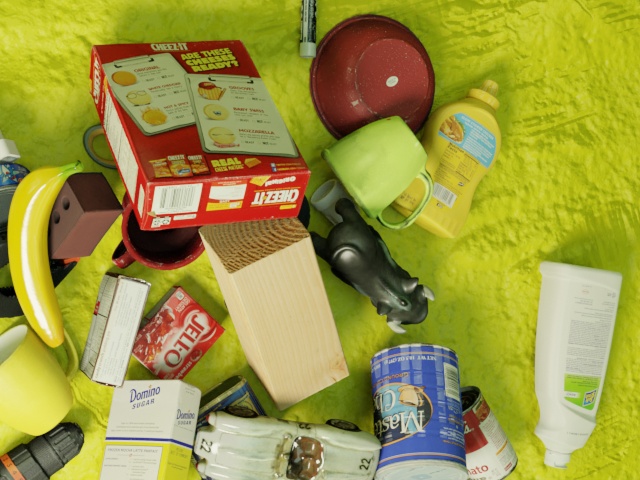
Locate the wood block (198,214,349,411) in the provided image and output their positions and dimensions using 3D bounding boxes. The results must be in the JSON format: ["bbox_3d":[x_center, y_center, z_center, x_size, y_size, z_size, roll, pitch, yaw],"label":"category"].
[{"bbox_3d":[-0.046,0.066,1.118,0.090,0.090,0.206,-27,132,-12],"label":"wood block"}]

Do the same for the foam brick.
[{"bbox_3d":[-0.245,-0.025,1.071,0.051,0.078,0.053,-7,57,-49],"label":"foam brick"}]

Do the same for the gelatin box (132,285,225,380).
[{"bbox_3d":[-0.159,0.105,1.159,0.073,0.030,0.089,46,77,-17],"label":"gelatin box"}]

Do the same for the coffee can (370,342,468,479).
[{"bbox_3d":[0.109,0.199,1.199,0.102,0.103,0.140,11,60,-21],"label":"coffee can"}]

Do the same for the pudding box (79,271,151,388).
[{"bbox_3d":[-0.214,0.091,1.106,0.039,0.090,0.113,14,86,-21],"label":"pudding box"}]

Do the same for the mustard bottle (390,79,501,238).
[{"bbox_3d":[0.160,-0.106,1.259,0.096,0.058,0.191,31,81,-19],"label":"mustard bottle"}]

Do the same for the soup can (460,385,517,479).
[{"bbox_3d":[0.184,0.234,1.276,0.068,0.069,0.102,-35,104,-17],"label":"soup can"}]

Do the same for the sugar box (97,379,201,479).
[{"bbox_3d":[-0.181,0.233,1.096,0.048,0.093,0.176,37,56,-50],"label":"sugar box"}]

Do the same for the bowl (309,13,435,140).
[{"bbox_3d":[0.071,-0.182,1.224,0.161,0.055,0.162,-1,93,-21],"label":"bowl"}]

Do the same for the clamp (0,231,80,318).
[{"bbox_3d":[-0.343,0.055,1.072,0.209,0.036,0.164,-15,121,-30],"label":"clamp"}]

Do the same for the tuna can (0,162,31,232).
[{"bbox_3d":[-0.322,-0.040,1.061,0.086,0.086,0.034,-21,66,-19],"label":"tuna can"}]

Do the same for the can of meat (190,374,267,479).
[{"bbox_3d":[-0.106,0.208,1.170,0.102,0.058,0.084,-33,101,-17],"label":"can of meat"}]

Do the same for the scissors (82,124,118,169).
[{"bbox_3d":[-0.179,-0.069,1.153,0.096,0.016,0.201,-34,103,-15],"label":"scissors"}]

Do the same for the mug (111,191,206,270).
[{"bbox_3d":[-0.173,-0.017,1.116,0.117,0.081,0.093,-46,113,2],"label":"mug"}]

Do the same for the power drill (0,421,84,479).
[{"bbox_3d":[-0.288,0.304,1.105,0.184,0.057,0.187,-35,102,-16],"label":"power drill"}]

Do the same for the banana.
[{"bbox_3d":[-0.274,0.008,1.038,0.037,0.070,0.198,-24,130,-54],"label":"banana"}]

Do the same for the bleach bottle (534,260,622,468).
[{"bbox_3d":[0.305,0.156,1.324,0.102,0.068,0.251,9,91,-21],"label":"bleach bottle"}]

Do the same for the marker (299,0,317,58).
[{"bbox_3d":[-0.013,-0.268,1.208,0.020,0.020,0.121,1,91,-21],"label":"marker"}]

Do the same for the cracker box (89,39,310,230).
[{"bbox_3d":[-0.125,-0.109,1.063,0.164,0.214,0.072,-7,137,-25],"label":"cracker box"}]
